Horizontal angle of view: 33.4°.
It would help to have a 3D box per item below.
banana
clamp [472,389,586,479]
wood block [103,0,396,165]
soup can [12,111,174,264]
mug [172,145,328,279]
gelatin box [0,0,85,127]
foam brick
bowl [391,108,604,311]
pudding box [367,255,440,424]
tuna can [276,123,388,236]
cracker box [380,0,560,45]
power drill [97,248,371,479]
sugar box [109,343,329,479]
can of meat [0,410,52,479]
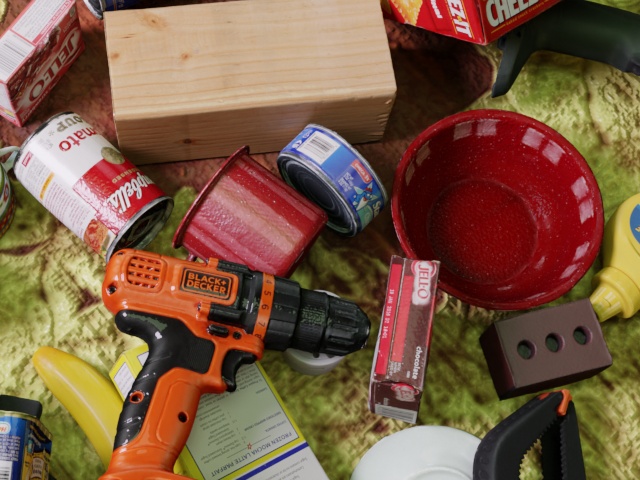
[{"bbox_3d":[-0.144,0.158,0.737,0.069,0.037,0.198,-15,72,-12],"label":"banana"},{"bbox_3d":[0.126,0.193,0.729,0.164,0.036,0.210,28,64,-22],"label":"clamp"},{"bbox_3d":[-0.055,-0.123,0.818,0.206,0.091,0.090,-6,71,-8],"label":"wood block"},{"bbox_3d":[-0.168,-0.038,0.788,0.102,0.068,0.068,42,72,9],"label":"soup can"},{"bbox_3d":[-0.055,0.001,0.781,0.081,0.093,0.117,36,97,3],"label":"mug"},{"bbox_3d":[-0.219,-0.141,0.818,0.030,0.073,0.089,32,70,5],"label":"gelatin box"},{"bbox_3d":[0.165,0.081,0.785,0.078,0.051,0.053,-13,72,-10],"label":"foam brick"},{"bbox_3d":[0.130,-0.017,0.815,0.162,0.055,0.162,2,70,-5],"label":"bowl"},{"bbox_3d":[0.059,0.072,0.746,0.039,0.113,0.090,10,70,4],"label":"pudding box"},{"bbox_3d":[0.008,-0.044,0.797,0.086,0.086,0.033,43,73,10],"label":"tuna can"},{"bbox_3d":[0.117,-0.229,0.820,0.164,0.072,0.214,-33,32,-16],"label":"cracker box"},{"bbox_3d":[-0.063,0.102,0.689,0.184,0.057,0.187,12,59,-8],"label":"power drill"},{"bbox_3d":[-0.062,0.143,0.733,0.093,0.048,0.176,-21,74,-35],"label":"sugar box"},{"bbox_3d":[-0.198,0.152,0.650,0.057,0.102,0.084,3,69,-4],"label":"can of meat"}]
